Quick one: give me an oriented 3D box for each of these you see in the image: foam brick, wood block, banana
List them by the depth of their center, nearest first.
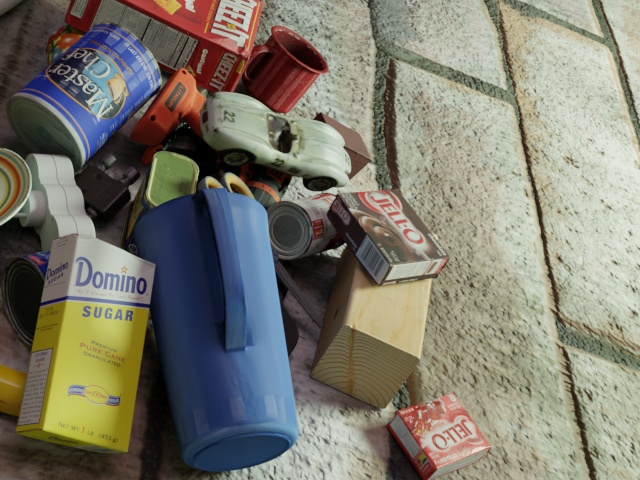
[{"bbox_3d":[-0.290,0.112,0.932,0.197,0.037,0.069,24,35,-14],"label":"banana"},{"bbox_3d":[0.062,0.069,1.170,0.090,0.091,0.206,25,39,-7],"label":"wood block"},{"bbox_3d":[0.016,-0.116,1.355,0.078,0.051,0.053,24,34,-43],"label":"foam brick"}]

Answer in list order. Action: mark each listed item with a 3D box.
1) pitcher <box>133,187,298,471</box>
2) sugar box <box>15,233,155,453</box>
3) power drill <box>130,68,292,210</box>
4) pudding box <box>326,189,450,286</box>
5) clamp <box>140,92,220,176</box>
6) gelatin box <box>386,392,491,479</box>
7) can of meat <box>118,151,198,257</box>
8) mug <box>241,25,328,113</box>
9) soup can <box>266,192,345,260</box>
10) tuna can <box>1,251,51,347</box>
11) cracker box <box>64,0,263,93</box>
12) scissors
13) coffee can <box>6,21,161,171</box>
[{"bbox_3d":[-0.093,0.079,0.990,0.149,0.145,0.243,31,39,-53],"label":"pitcher"},{"bbox_3d":[-0.200,0.090,0.929,0.093,0.048,0.176,27,62,-43],"label":"sugar box"},{"bbox_3d":[-0.121,-0.094,1.221,0.187,0.057,0.184,37,46,-17],"label":"power drill"},{"bbox_3d":[0.072,-0.005,1.151,0.089,0.039,0.113,-7,51,-38],"label":"pudding box"},{"bbox_3d":[-0.124,-0.120,1.297,0.164,0.036,0.209,48,44,10],"label":"clamp"},{"bbox_3d":[0.125,0.204,1.113,0.089,0.030,0.073,-9,54,-40],"label":"gelatin box"},{"bbox_3d":[-0.170,-0.034,1.134,0.057,0.084,0.102,19,40,-15],"label":"can of meat"},{"bbox_3d":[-0.058,-0.224,1.400,0.117,0.082,0.093,7,42,-51],"label":"mug"},{"bbox_3d":[-0.015,-0.017,1.210,0.068,0.069,0.102,44,24,16],"label":"soup can"},{"bbox_3d":[-0.256,0.053,0.980,0.033,0.086,0.086,-16,57,-45],"label":"tuna can"},{"bbox_3d":[-0.184,-0.280,1.297,0.213,0.072,0.164,24,35,-13],"label":"cracker box"},{"bbox_3d":[-0.058,0.001,1.156,0.201,0.016,0.096,47,24,-17],"label":"scissors"},{"bbox_3d":[-0.256,-0.157,1.163,0.103,0.103,0.140,35,58,5],"label":"coffee can"}]
